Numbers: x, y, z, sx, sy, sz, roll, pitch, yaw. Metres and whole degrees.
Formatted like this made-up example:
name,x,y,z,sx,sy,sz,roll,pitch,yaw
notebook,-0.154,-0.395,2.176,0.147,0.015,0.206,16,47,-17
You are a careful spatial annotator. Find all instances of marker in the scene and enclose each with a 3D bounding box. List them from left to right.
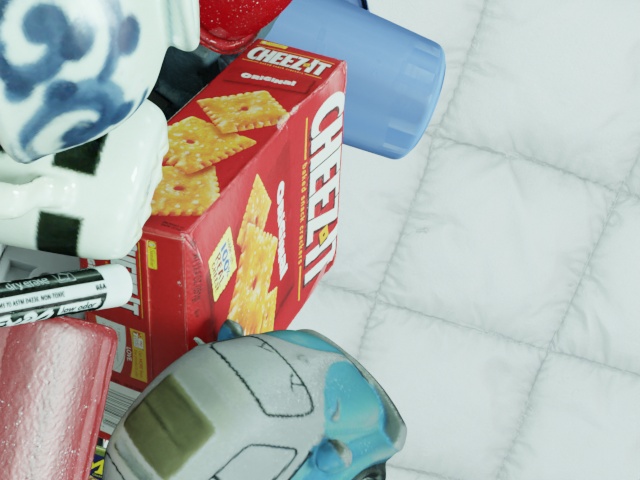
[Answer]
name,x,y,z,sx,sy,sz,roll,pitch,yaw
marker,-0.123,0.025,0.418,0.120,0.020,0.020,-10,123,-54

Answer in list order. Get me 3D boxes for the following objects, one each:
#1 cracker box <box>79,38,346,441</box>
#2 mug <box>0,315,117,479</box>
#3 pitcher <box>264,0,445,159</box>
name,x,y,z,sx,sy,sz,roll,pitch,yaw
cracker box,-0.054,0.001,0.630,0.213,0.072,0.164,-53,154,-49
mug,-0.143,0.068,0.464,0.117,0.093,0.081,24,75,-57
pitcher,-0.019,-0.168,0.906,0.145,0.242,0.149,-81,-166,-46
